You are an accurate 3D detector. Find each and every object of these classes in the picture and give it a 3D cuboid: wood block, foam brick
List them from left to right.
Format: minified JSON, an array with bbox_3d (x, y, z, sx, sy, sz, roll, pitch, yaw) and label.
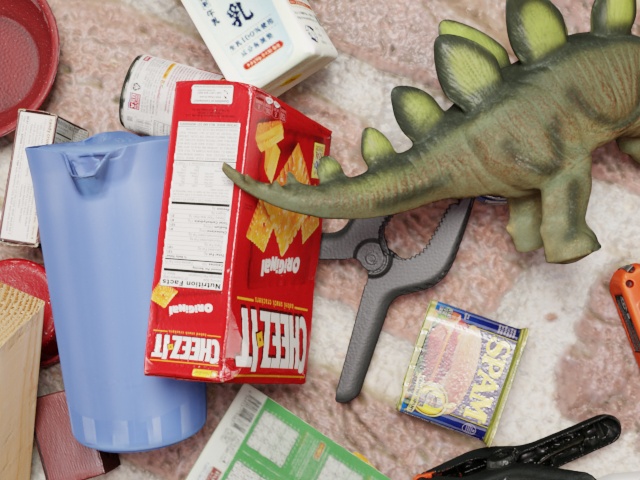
[{"bbox_3d":[-0.281,0.132,0.829,0.091,0.090,0.206,22,125,9],"label":"wood block"},{"bbox_3d":[-0.210,0.164,0.910,0.051,0.053,0.078,-17,86,4],"label":"foam brick"}]

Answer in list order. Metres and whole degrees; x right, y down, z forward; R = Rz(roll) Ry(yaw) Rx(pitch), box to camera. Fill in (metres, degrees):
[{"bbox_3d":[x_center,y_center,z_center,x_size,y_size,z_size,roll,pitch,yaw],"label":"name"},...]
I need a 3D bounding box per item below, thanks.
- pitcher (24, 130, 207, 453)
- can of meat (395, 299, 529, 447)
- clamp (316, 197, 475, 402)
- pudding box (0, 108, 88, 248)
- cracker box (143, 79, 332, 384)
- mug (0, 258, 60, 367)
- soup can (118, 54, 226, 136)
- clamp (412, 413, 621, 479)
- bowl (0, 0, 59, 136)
[{"bbox_3d":[-0.150,0.034,0.849,0.145,0.148,0.243,6,103,49],"label":"pitcher"},{"bbox_3d":[0.116,0.107,0.880,0.084,0.057,0.102,19,88,9],"label":"can of meat"},{"bbox_3d":[0.048,0.026,0.888,0.210,0.036,0.164,-31,85,14],"label":"clamp"},{"bbox_3d":[-0.234,-0.049,0.905,0.039,0.090,0.113,7,88,5],"label":"pudding box"},{"bbox_3d":[-0.055,0.001,0.814,0.072,0.164,0.214,3,84,21],"label":"cracker box"},{"bbox_3d":[-0.258,0.051,0.898,0.093,0.081,0.117,-40,85,-8],"label":"mug"},{"bbox_3d":[-0.112,-0.114,0.908,0.102,0.068,0.068,16,88,7],"label":"soup can"},{"bbox_3d":[0.160,0.181,0.857,0.172,0.120,0.039,-13,95,35],"label":"clamp"},{"bbox_3d":[-0.299,-0.160,0.934,0.162,0.055,0.162,0,87,6],"label":"bowl"}]
